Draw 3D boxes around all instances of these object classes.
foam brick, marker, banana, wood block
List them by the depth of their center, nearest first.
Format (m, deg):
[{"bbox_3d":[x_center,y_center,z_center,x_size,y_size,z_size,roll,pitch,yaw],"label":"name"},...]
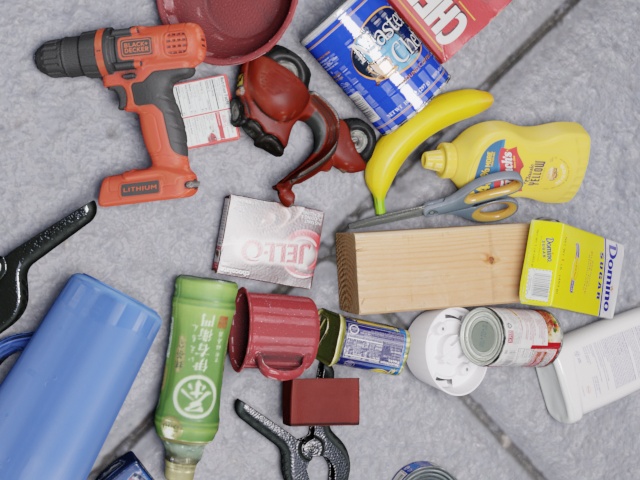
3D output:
[{"bbox_3d":[-0.001,0.176,1.169,0.078,0.053,0.051,1,83,-13],"label":"foam brick"},{"bbox_3d":[-0.086,-0.264,1.186,0.020,0.020,0.121,-5,93,-13],"label":"marker"},{"bbox_3d":[0.129,0.030,1.208,0.206,0.090,0.091,-3,91,-13],"label":"wood block"},{"bbox_3d":[0.115,-0.120,1.231,0.197,0.037,0.069,-44,130,-6],"label":"banana"}]

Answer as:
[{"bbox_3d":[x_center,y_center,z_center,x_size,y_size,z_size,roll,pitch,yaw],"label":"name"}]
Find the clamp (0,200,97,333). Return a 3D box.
[{"bbox_3d":[-0.332,0.025,1.117,0.164,0.036,0.210,13,91,1],"label":"clamp"}]

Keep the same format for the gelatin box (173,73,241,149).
[{"bbox_3d":[-0.138,-0.138,1.171,0.089,0.030,0.073,-13,94,-11],"label":"gelatin box"}]

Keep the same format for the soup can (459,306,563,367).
[{"bbox_3d":[0.217,0.110,1.211,0.102,0.069,0.068,5,90,-38],"label":"soup can"}]

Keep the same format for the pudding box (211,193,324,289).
[{"bbox_3d":[-0.058,0.001,1.189,0.113,0.039,0.090,10,89,-13],"label":"pudding box"}]

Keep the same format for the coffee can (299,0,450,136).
[{"bbox_3d":[0.061,-0.201,1.179,0.102,0.103,0.140,-44,100,-9],"label":"coffee can"}]

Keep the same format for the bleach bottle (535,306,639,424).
[{"bbox_3d":[0.386,0.133,1.286,0.250,0.068,0.102,-17,94,-15],"label":"bleach bottle"}]

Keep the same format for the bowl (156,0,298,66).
[{"bbox_3d":[-0.093,-0.266,1.148,0.162,0.055,0.162,1,94,16],"label":"bowl"}]

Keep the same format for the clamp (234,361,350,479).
[{"bbox_3d":[-0.008,0.223,1.208,0.120,0.039,0.171,-31,97,-8],"label":"clamp"}]

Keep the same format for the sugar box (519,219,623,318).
[{"bbox_3d":[0.288,0.035,1.208,0.175,0.048,0.093,11,88,-50],"label":"sugar box"}]

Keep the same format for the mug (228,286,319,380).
[{"bbox_3d":[-0.048,0.107,1.159,0.081,0.117,0.093,5,124,-18],"label":"mug"}]

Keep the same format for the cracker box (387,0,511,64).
[{"bbox_3d":[0.154,-0.328,1.214,0.213,0.072,0.164,-44,100,-8],"label":"cracker box"}]

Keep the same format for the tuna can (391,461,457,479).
[{"bbox_3d":[0.121,0.301,1.242,0.086,0.034,0.086,0,91,-13],"label":"tuna can"}]

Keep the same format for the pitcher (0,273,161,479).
[{"bbox_3d":[-0.275,0.156,1.105,0.149,0.145,0.243,32,80,-24],"label":"pitcher"}]

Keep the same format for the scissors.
[{"bbox_3d":[0.141,-0.030,1.231,0.202,0.096,0.016,-20,56,19],"label":"scissors"}]

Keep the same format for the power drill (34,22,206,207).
[{"bbox_3d":[-0.205,-0.131,1.123,0.184,0.057,0.188,-5,95,10],"label":"power drill"}]

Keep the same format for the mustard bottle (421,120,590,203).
[{"bbox_3d":[0.209,-0.091,1.229,0.191,0.058,0.096,0,126,-15],"label":"mustard bottle"}]

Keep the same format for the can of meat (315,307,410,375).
[{"bbox_3d":[0.043,0.114,1.185,0.083,0.102,0.057,12,89,-16],"label":"can of meat"}]
